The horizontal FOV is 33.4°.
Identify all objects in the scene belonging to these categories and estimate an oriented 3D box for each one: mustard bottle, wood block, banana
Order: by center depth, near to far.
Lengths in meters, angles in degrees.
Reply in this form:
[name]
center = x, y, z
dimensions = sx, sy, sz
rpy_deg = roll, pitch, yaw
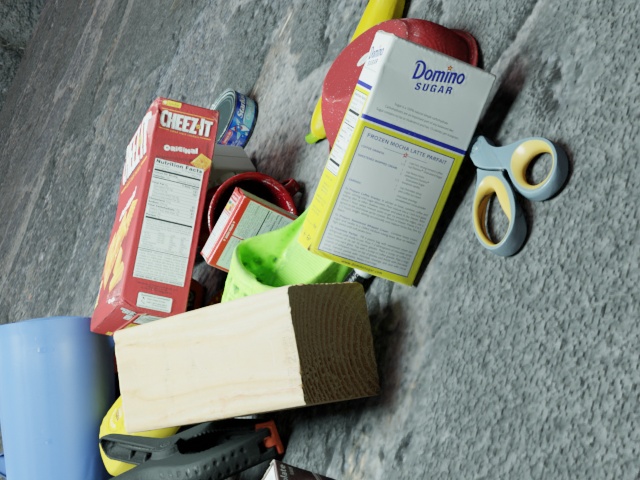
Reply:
[wood block]
center = -0.064, 0.097, 0.860
dimensions = 0.207, 0.090, 0.090
rpy_deg = -16, 79, 41
[banana]
center = 0.036, -0.177, 1.041
dimensions = 0.198, 0.037, 0.070
rpy_deg = -60, 28, 11
[mustard bottle]
center = -0.150, 0.144, 1.048
dimensions = 0.192, 0.058, 0.096
rpy_deg = -52, 25, 27

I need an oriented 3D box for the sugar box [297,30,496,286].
[sugar box]
center = 0.057, -0.062, 0.820
dimensions = 0.176, 0.093, 0.048
rpy_deg = -69, 20, 8

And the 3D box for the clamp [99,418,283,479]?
[clamp]
center = -0.136, 0.198, 0.924
dimensions = 0.210, 0.036, 0.164
rpy_deg = -14, 14, 21

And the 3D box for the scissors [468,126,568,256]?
[scissors]
center = 0.135, -0.075, 0.798
dimensions = 0.096, 0.016, 0.201
rpy_deg = -43, 34, 35

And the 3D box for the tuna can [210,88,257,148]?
[tuna can]
center = -0.112, -0.138, 1.284
dimensions = 0.086, 0.033, 0.086
rpy_deg = -43, 34, 39

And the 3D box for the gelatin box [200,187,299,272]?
[gelatin box]
center = -0.056, 0.001, 1.005
dimensions = 0.073, 0.089, 0.030
rpy_deg = -61, 29, 9

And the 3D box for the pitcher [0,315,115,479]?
[pitcher]
center = -0.290, 0.204, 1.144
dimensions = 0.149, 0.144, 0.243
rpy_deg = -13, 79, 47

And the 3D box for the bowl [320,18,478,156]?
[bowl]
center = 0.053, -0.136, 0.910
dimensions = 0.162, 0.055, 0.162
rpy_deg = -33, 33, 24

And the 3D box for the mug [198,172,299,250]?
[mug]
center = -0.072, -0.026, 1.073
dimensions = 0.117, 0.093, 0.082
rpy_deg = -40, 14, -19

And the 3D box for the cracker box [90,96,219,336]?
[cracker box]
center = -0.170, -0.016, 1.075
dimensions = 0.164, 0.072, 0.213
rpy_deg = 149, 132, -65
